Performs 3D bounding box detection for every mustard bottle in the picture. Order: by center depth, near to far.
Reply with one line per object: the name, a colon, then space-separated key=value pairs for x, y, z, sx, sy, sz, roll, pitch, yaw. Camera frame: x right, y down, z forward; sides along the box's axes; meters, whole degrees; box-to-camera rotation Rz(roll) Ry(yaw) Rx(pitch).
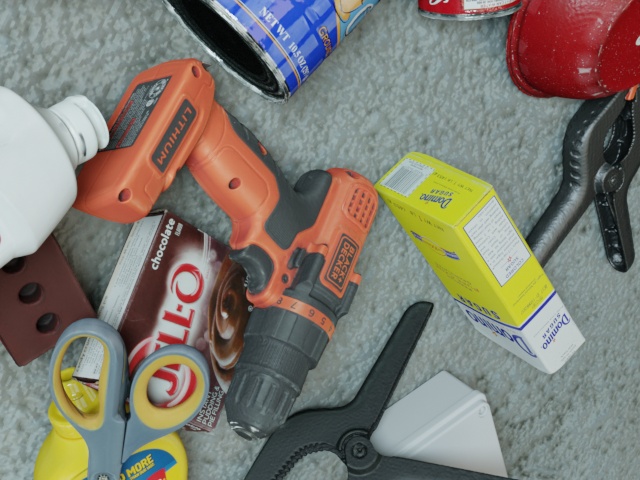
mustard bottle: x=-0.129 y=0.160 z=0.682 sx=0.096 sy=0.058 sz=0.191 roll=-24 pitch=121 yaw=-15

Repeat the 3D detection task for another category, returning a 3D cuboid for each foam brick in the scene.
foam brick: x=-0.170 y=0.021 z=0.600 sx=0.053 sy=0.051 sz=0.078 roll=-33 pitch=125 yaw=-18

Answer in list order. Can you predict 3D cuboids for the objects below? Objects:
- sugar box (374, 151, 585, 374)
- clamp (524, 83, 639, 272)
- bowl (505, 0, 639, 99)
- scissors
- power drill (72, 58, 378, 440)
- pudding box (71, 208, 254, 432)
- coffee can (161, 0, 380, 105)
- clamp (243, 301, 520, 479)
sugar box: x=0.116 y=0.018 z=0.764 sx=0.048 sy=0.093 sz=0.176 roll=-43 pitch=127 yaw=-10
clamp: x=0.209 y=-0.046 z=0.835 sx=0.120 sy=0.039 sz=0.171 roll=-13 pitch=114 yaw=-34
bowl: x=0.207 y=-0.157 z=0.744 sx=0.161 sy=0.055 sz=0.162 roll=-26 pitch=142 yaw=-23
scissors: x=-0.107 y=0.128 z=0.618 sx=0.096 sy=0.016 sz=0.202 roll=-4 pitch=123 yaw=-2
power drill: x=-0.054 y=0.001 z=0.624 sx=0.187 sy=0.057 sz=0.184 roll=42 pitch=58 yaw=-36
pudding box: x=-0.089 y=0.050 z=0.652 sx=0.089 sy=0.039 sz=0.113 roll=33 pitch=65 yaw=-39
coffee can: x=-0.010 y=-0.161 z=0.597 sx=0.140 sy=0.103 sz=0.102 roll=-48 pitch=128 yaw=-7
clamp: x=0.037 y=0.158 z=0.754 sx=0.210 sy=0.165 sz=0.036 roll=-32 pitch=157 yaw=-10
